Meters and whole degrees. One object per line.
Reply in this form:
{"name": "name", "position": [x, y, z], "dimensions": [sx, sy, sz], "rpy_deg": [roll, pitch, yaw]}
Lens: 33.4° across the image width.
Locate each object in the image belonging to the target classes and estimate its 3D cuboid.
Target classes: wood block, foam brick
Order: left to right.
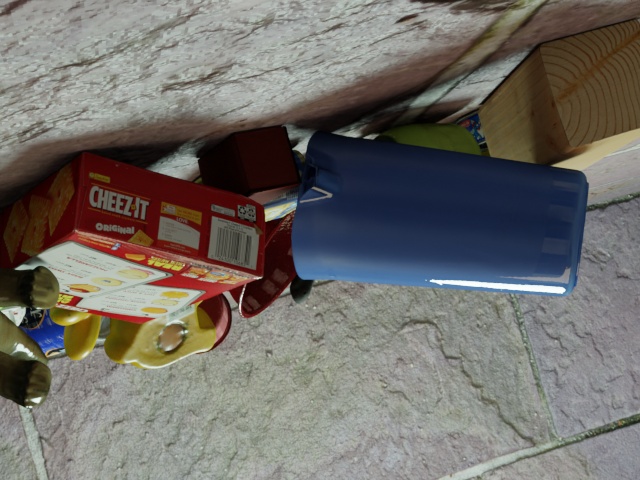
{"name": "foam brick", "position": [-0.061, -0.058, 0.897], "dimensions": [0.052, 0.051, 0.078], "rpy_deg": [-14, 175, -33]}
{"name": "wood block", "position": [0.218, -0.114, 0.956], "dimensions": [0.090, 0.090, 0.206], "rpy_deg": [-16, 174, -7]}

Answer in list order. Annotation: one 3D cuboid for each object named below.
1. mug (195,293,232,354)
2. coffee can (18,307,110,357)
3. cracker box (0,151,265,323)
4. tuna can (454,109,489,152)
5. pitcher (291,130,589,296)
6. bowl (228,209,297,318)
{"name": "mug", "position": [-0.168, 0.086, 1.312], "dimensions": [0.117, 0.093, 0.081], "rpy_deg": [18, 169, 2]}
{"name": "coffee can", "position": [-0.340, 0.093, 1.344], "dimensions": [0.140, 0.103, 0.102], "rpy_deg": [-18, 174, 22]}
{"name": "cracker box", "position": [-0.170, 0.006, 0.885], "dimensions": [0.163, 0.072, 0.214], "rpy_deg": [15, 158, -33]}
{"name": "tuna can", "position": [0.184, -0.118, 1.103], "dimensions": [0.086, 0.034, 0.086], "rpy_deg": [-16, 175, -2]}
{"name": "pitcher", "position": [0.105, -0.016, 0.932], "dimensions": [0.243, 0.145, 0.149], "rpy_deg": [7, -151, 13]}
{"name": "bowl", "position": [-0.057, 0.001, 1.134], "dimensions": [0.162, 0.055, 0.162], "rpy_deg": [-51, 164, -21]}
